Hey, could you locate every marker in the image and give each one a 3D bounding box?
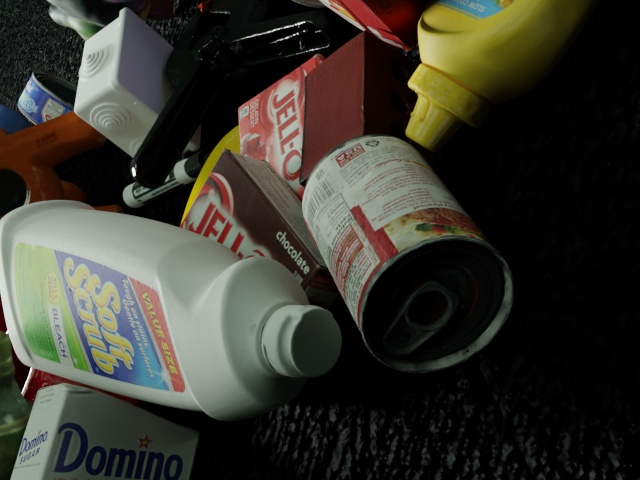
[{"bbox_3d":[-0.111,-0.046,0.795,0.121,0.020,0.020,-18,52,51],"label":"marker"}]

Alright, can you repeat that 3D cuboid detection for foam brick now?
[{"bbox_3d":[0.025,-0.060,0.563,0.051,0.052,0.078,-34,41,40],"label":"foam brick"}]

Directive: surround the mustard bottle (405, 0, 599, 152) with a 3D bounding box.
[{"bbox_3d":[0.097,-0.127,0.499,0.192,0.058,0.096,-58,29,8],"label":"mustard bottle"}]

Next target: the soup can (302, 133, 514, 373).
[{"bbox_3d":[0.035,0.002,0.482,0.068,0.068,0.102,-53,31,17],"label":"soup can"}]

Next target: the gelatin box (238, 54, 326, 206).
[{"bbox_3d":[-0.014,-0.053,0.621,0.073,0.030,0.089,-26,58,41],"label":"gelatin box"}]

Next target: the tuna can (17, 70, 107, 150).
[{"bbox_3d":[-0.229,-0.117,0.965,0.034,0.086,0.086,-57,30,12],"label":"tuna can"}]

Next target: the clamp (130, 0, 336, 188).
[{"bbox_3d":[-0.061,-0.134,0.754,0.165,0.036,0.210,-33,29,17],"label":"clamp"}]

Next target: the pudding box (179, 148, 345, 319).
[{"bbox_3d":[-0.038,0.018,0.577,0.114,0.039,0.090,49,117,39],"label":"pudding box"}]

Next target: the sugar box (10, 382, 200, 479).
[{"bbox_3d":[-0.129,0.174,0.575,0.048,0.093,0.176,-17,53,48],"label":"sugar box"}]

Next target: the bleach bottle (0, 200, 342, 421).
[{"bbox_3d":[-0.081,0.031,0.538,0.251,0.067,0.102,2,101,51],"label":"bleach bottle"}]
